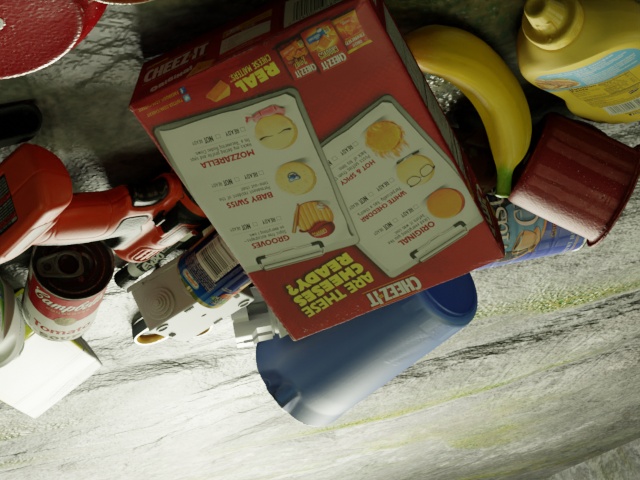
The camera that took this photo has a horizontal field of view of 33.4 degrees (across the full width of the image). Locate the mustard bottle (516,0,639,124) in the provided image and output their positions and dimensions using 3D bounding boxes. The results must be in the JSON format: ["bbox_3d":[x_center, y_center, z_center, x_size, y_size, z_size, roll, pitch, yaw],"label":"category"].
[{"bbox_3d":[0.197,-0.138,0.775,0.096,0.058,0.191,-13,163,34],"label":"mustard bottle"}]

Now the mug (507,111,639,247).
[{"bbox_3d":[0.208,-0.061,0.875,0.081,0.117,0.093,25,138,1],"label":"mug"}]

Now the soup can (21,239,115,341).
[{"bbox_3d":[-0.217,0.038,0.910,0.068,0.068,0.102,-6,157,-23],"label":"soup can"}]

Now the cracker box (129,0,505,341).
[{"bbox_3d":[0.003,-0.053,0.703,0.164,0.072,0.213,-23,123,17],"label":"cracker box"}]

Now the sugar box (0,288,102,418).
[{"bbox_3d":[-0.285,0.114,1.042,0.093,0.048,0.176,-38,162,-9],"label":"sugar box"}]

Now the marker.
[{"bbox_3d":[-0.150,0.013,0.957,0.020,0.020,0.121,5,150,-42],"label":"marker"}]

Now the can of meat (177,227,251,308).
[{"bbox_3d":[-0.056,0.001,0.844,0.084,0.057,0.101,-37,-179,40],"label":"can of meat"}]

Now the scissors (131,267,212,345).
[{"bbox_3d":[-0.171,0.073,1.092,0.096,0.016,0.201,-19,158,9],"label":"scissors"}]

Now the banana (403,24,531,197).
[{"bbox_3d":[0.116,-0.108,0.783,0.037,0.069,0.197,0,151,35],"label":"banana"}]

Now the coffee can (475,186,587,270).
[{"bbox_3d":[0.155,-0.028,0.953,0.140,0.103,0.103,-11,158,-12],"label":"coffee can"}]

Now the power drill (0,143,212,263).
[{"bbox_3d":[-0.144,-0.032,0.774,0.187,0.057,0.185,-2,155,-48],"label":"power drill"}]

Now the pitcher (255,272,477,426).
[{"bbox_3d":[0.055,0.090,1.160,0.144,0.149,0.243,22,136,-34],"label":"pitcher"}]
